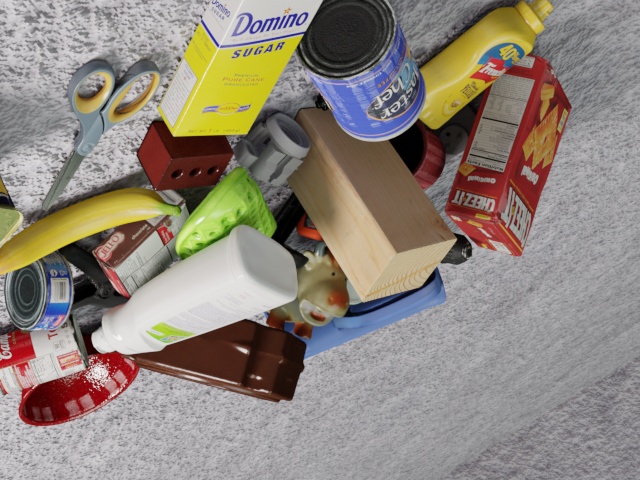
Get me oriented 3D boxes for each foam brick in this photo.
[{"bbox_3d":[-0.137,-0.088,1.084,0.078,0.051,0.053,-10,147,-39],"label":"foam brick"}]

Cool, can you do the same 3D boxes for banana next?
[{"bbox_3d":[-0.243,-0.016,1.085,0.197,0.070,0.037,-21,110,-12],"label":"banana"}]

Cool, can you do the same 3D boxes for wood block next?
[{"bbox_3d":[0.045,-0.046,1.180,0.090,0.206,0.090,-12,148,-36],"label":"wood block"}]

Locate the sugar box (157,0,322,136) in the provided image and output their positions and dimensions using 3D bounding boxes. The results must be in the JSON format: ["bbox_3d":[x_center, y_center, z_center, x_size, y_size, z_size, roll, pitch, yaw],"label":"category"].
[{"bbox_3d":[-0.077,-0.174,1.004,0.093,0.048,0.176,-8,147,-40],"label":"sugar box"}]

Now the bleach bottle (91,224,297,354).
[{"bbox_3d":[-0.151,0.067,1.136,0.251,0.068,0.102,-23,146,28],"label":"bleach bottle"}]

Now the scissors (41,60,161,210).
[{"bbox_3d":[-0.231,-0.100,1.001,0.202,0.016,0.096,-41,151,19],"label":"scissors"}]

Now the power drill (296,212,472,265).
[{"bbox_3d":[0.076,-0.010,1.344,0.187,0.185,0.057,15,87,-49],"label":"power drill"}]

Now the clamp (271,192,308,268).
[{"bbox_3d":[-0.058,0.002,1.288,0.036,0.164,0.210,33,141,-18],"label":"clamp"}]

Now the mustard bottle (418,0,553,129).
[{"bbox_3d":[0.182,-0.209,1.212,0.192,0.058,0.096,-39,156,14],"label":"mustard bottle"}]

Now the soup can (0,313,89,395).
[{"bbox_3d":[-0.325,0.131,1.230,0.102,0.068,0.068,-17,152,-9],"label":"soup can"}]

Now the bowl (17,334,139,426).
[{"bbox_3d":[-0.311,0.167,1.342,0.162,0.055,0.162,-25,154,-14],"label":"bowl"}]

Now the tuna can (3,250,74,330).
[{"bbox_3d":[-0.296,0.052,1.119,0.033,0.086,0.086,2,139,-46],"label":"tuna can"}]

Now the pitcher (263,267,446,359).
[{"bbox_3d":[0.046,0.077,1.483,0.242,0.145,0.149,-25,157,-7],"label":"pitcher"}]

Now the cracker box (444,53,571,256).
[{"bbox_3d":[0.238,-0.104,1.321,0.164,0.072,0.213,34,74,-63],"label":"cracker box"}]

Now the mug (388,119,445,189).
[{"bbox_3d":[0.094,-0.093,1.277,0.081,0.093,0.117,14,104,-62],"label":"mug"}]

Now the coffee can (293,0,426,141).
[{"bbox_3d":[0.042,-0.174,1.068,0.103,0.103,0.140,-34,154,4],"label":"coffee can"}]

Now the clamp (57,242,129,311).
[{"bbox_3d":[-0.259,0.054,1.215,0.120,0.039,0.171,-45,151,23],"label":"clamp"}]

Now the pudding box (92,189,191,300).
[{"bbox_3d":[-0.189,0.003,1.169,0.113,0.039,0.090,-45,159,-16],"label":"pudding box"}]
